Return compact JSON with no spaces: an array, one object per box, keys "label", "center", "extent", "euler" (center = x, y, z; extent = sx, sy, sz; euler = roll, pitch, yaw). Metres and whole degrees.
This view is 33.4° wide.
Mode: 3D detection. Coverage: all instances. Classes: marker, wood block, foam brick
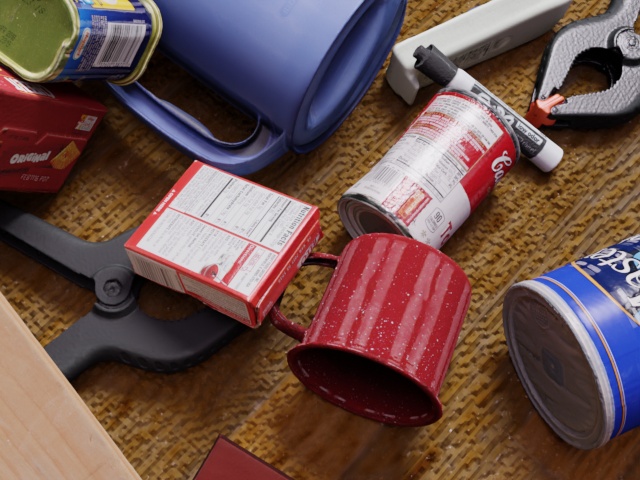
[{"label":"marker","center":[0.107,-0.086,0.690],"extent":[0.121,0.020,0.020],"euler":[36,67,-17]},{"label":"wood block","center":[-0.169,0.087,0.523],"extent":[0.090,0.090,0.206],"euler":[-38,112,-18]},{"label":"foam brick","center":[-0.036,0.151,0.585],"extent":[0.078,0.053,0.051],"euler":[31,68,6]}]

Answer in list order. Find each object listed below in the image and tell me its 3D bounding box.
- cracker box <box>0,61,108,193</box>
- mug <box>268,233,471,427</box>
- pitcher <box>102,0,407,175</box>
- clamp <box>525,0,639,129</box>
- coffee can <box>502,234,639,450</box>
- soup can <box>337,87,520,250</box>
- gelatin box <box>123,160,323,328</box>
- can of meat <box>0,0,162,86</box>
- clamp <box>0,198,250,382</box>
[{"label":"cracker box","center":[-0.251,-0.108,0.597],"extent":[0.214,0.164,0.072],"euler":[35,100,12]},{"label":"mug","center":[0.027,0.045,0.616],"extent":[0.117,0.093,0.081],"euler":[22,63,4]},{"label":"pitcher","center":[-0.078,-0.162,0.671],"extent":[0.243,0.145,0.149],"euler":[33,35,11]},{"label":"clamp","center":[0.218,-0.124,0.731],"extent":[0.120,0.039,0.171],"euler":[42,76,15]},{"label":"coffee can","center":[0.193,0.048,0.625],"extent":[0.140,0.103,0.103],"euler":[-21,72,-14]},{"label":"soup can","center":[0.067,-0.037,0.664],"extent":[0.068,0.068,0.102],"euler":[40,70,10]},{"label":"gelatin box","center":[-0.054,0.001,0.608],"extent":[0.089,0.030,0.073],"euler":[22,58,22]},{"label":"can of meat","center":[-0.155,-0.130,0.602],"extent":[0.102,0.083,0.057],"euler":[35,110,14]},{"label":"clamp","center":[-0.128,0.026,0.634],"extent":[0.210,0.036,0.164],"euler":[-12,69,-8]}]
